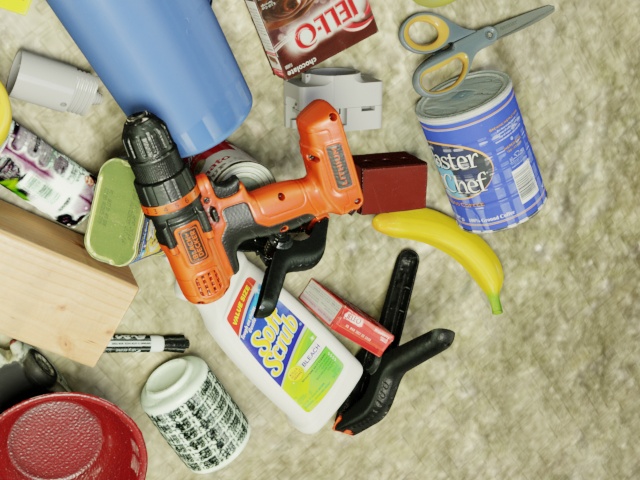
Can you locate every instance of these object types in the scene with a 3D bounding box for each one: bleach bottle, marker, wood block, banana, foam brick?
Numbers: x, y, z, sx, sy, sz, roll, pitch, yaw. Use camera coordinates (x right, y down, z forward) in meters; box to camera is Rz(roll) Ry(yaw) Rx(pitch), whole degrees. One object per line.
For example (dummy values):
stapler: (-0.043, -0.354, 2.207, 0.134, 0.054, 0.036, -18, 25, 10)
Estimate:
bleach bottle: (-0.070, 0.089, 1.096, 0.250, 0.068, 0.102, 44, 80, -27)
marker: (-0.190, 0.104, 1.071, 0.120, 0.020, 0.020, 2, 106, -25)
wood block: (-0.281, 0.024, 0.959, 0.205, 0.091, 0.090, 26, 101, -28)
banana: (0.138, 0.005, 1.163, 0.197, 0.069, 0.037, 33, 134, -24)
foam brick: (0.066, -0.060, 1.112, 0.078, 0.053, 0.051, -7, 109, -23)

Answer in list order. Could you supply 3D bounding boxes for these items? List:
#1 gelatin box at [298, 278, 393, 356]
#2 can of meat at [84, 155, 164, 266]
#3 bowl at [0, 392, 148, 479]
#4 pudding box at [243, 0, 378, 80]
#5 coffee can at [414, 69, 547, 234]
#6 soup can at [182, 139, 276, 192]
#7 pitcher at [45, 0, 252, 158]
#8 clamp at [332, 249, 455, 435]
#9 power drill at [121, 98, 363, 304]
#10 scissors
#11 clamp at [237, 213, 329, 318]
gelatin box: (0.027, 0.080, 1.120, 0.073, 0.089, 0.030, 33, 91, -29)
can of meat: (-0.171, -0.030, 0.988, 0.057, 0.083, 0.102, 17, 103, 11)
bowl: (-0.245, 0.201, 0.996, 0.162, 0.055, 0.162, -6, 113, -16)
pudding box: (-0.009, -0.221, 1.032, 0.113, 0.039, 0.090, -30, 117, -13)
coffee can: (0.170, -0.093, 1.119, 0.102, 0.103, 0.140, -30, 117, -12)
soup can: (-0.088, -0.055, 1.016, 0.068, 0.102, 0.068, -8, 110, -22)
pitcher: (-0.151, -0.201, 0.934, 0.149, 0.145, 0.242, -29, 121, 0)
clamp: (0.072, 0.131, 1.133, 0.036, 0.164, 0.210, 20, 108, -20)
power drill: (-0.066, -0.055, 0.934, 0.187, 0.057, 0.184, -25, 120, -12)
scissors: (0.158, -0.225, 1.115, 0.201, 0.016, 0.096, -43, 99, -23)
clamp: (-0.057, 0.001, 1.054, 0.120, 0.171, 0.039, 43, 127, 6)
